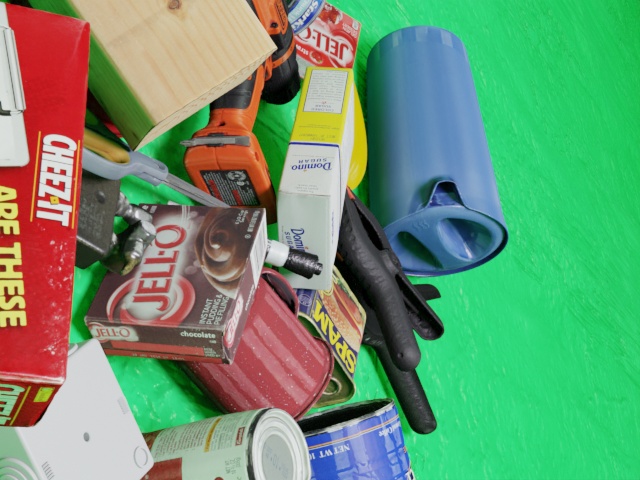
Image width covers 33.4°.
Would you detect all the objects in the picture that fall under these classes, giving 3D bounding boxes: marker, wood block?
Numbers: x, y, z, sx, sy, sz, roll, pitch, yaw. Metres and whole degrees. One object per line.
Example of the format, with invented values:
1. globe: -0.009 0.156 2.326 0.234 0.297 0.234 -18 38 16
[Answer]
1. marker: -0.055 0.001 0.761 0.121 0.020 0.020 20 49 -12
2. wood block: -0.128 -0.168 0.631 0.090 0.090 0.206 -36 96 -17

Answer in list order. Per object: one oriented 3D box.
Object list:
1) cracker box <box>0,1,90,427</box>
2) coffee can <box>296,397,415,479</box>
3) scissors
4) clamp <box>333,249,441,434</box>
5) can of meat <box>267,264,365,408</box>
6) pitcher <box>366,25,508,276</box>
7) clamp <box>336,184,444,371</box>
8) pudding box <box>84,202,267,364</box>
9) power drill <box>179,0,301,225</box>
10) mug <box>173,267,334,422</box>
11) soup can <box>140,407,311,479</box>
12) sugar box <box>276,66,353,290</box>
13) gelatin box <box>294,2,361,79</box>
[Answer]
1. cracker box: -0.204 -0.022 0.404 0.213 0.072 0.164 9 62 -21
2. coffee can: 0.024 0.198 0.785 0.102 0.103 0.140 -12 86 -63
3. scissors: -0.127 -0.060 0.704 0.096 0.016 0.201 46 10 19
4. clamp: 0.057 0.060 0.992 0.209 0.036 0.164 50 35 -34
5. can of meat: -0.007 0.068 0.849 0.102 0.058 0.084 58 29 -30
6. pitcher: 0.107 -0.089 1.088 0.144 0.149 0.243 24 51 -38
7. clamp: 0.056 0.029 0.929 0.171 0.039 0.120 65 14 9
8. pudding box: -0.088 0.025 0.681 0.113 0.090 0.039 -74 163 -48
9. power drill: -0.055 -0.108 0.828 0.184 0.057 0.187 65 25 -60
10. mug: -0.047 0.067 0.737 0.081 0.093 0.117 52 44 -28
11. soup can: -0.065 0.143 0.650 0.068 0.102 0.068 38 45 -49
12. sugar box: -0.003 -0.053 0.841 0.176 0.048 0.093 -76 169 -50
13. gelatin box: -0.007 -0.185 0.974 0.089 0.030 0.073 27 59 -29
